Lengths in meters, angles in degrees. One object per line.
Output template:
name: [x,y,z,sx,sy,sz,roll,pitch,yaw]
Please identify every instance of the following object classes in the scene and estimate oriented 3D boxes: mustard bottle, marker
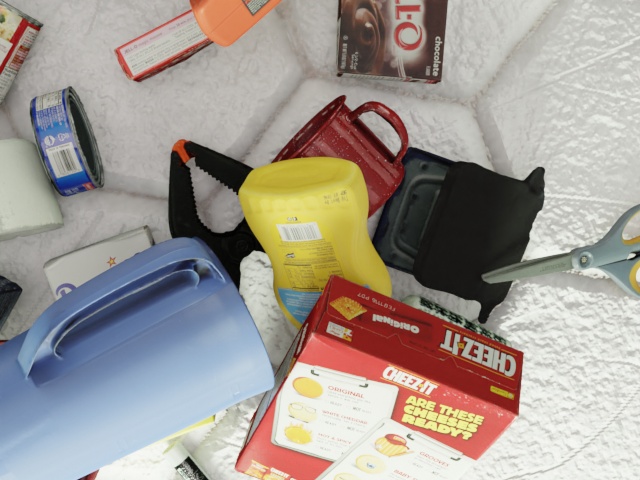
mustard bottle: [0.006,0.027,0.856,0.096,0.058,0.191,-4,125,21]
marker: [-0.093,0.226,0.937,0.020,0.020,0.121,-39,96,0]

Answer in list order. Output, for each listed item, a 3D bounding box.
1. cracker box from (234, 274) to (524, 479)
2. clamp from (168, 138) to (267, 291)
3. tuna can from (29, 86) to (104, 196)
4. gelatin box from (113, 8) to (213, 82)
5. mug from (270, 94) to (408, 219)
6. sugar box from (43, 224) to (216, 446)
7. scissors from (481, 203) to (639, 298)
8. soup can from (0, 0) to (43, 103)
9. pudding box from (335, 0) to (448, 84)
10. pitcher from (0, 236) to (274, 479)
cracker box: [0.041,0.138,0.853,0.164,0.072,0.214,22,136,-5]
clamp: [-0.056,0.001,0.909,0.164,0.036,0.210,-26,100,-3]
tuna can: [-0.206,-0.080,0.867,0.033,0.086,0.086,-16,96,-1]
gelatin box: [-0.121,-0.161,0.871,0.089,0.073,0.030,-29,98,-1]
mug: [0.023,-0.066,0.877,0.081,0.093,0.117,44,119,-11]
sugar box: [-0.160,0.084,0.906,0.093,0.048,0.176,-20,98,-2]
scissors: [0.235,0.030,0.917,0.201,0.016,0.096,-26,106,-16]
soup can: [-0.279,-0.148,0.865,0.068,0.068,0.102,29,94,-6]
pudding box: [0.060,-0.191,0.897,0.090,0.039,0.113,4,95,-5]
pitcher: [-0.167,0.099,0.796,0.242,0.145,0.149,-27,101,-16]
